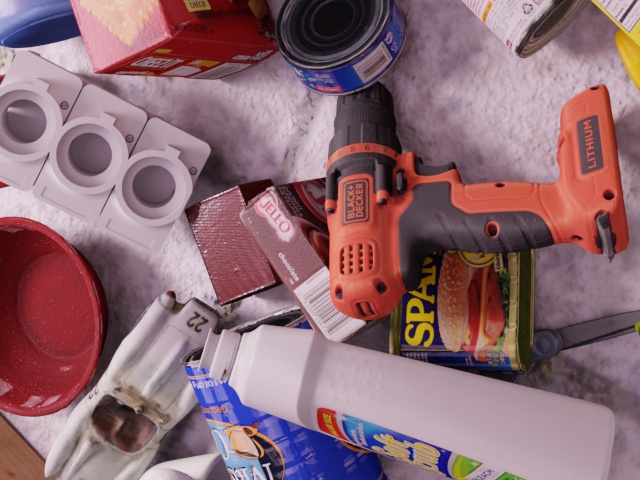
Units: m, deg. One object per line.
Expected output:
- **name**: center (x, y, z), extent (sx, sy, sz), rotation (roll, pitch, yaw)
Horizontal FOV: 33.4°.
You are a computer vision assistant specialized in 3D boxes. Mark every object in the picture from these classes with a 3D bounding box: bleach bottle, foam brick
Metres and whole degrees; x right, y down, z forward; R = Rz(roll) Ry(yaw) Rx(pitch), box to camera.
- **bleach bottle**: center (0.047, 0.105, 0.668), extent (0.250, 0.103, 0.068), rotation (17, 68, -3)
- **foam brick**: center (-0.055, 0.001, 0.781), extent (0.051, 0.052, 0.078), rotation (-22, 87, 25)

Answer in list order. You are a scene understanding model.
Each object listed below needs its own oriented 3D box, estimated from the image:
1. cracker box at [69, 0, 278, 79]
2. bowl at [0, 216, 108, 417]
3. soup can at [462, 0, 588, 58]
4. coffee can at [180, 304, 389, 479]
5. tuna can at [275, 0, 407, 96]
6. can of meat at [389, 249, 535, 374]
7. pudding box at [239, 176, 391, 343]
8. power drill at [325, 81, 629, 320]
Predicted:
- **cracker box**: center (-0.115, -0.220, 0.719), extent (0.072, 0.164, 0.214), rotation (-18, 89, 24)
- **bowl**: center (-0.228, 0.058, 0.867), extent (0.162, 0.055, 0.162), rotation (3, 98, 25)
- **soup can**: center (0.115, -0.173, 0.672), extent (0.102, 0.068, 0.069), rotation (48, 113, 12)
- **coffee can**: center (-0.024, 0.127, 0.746), extent (0.103, 0.102, 0.140), rotation (-20, 95, 26)
- **tuna can**: center (0.013, -0.143, 0.721), extent (0.086, 0.033, 0.086), rotation (-10, 62, 20)
- **can of meat**: center (0.095, 0.039, 0.704), extent (0.084, 0.057, 0.102), rotation (-2, 77, 22)
- **pudding box**: center (0.005, 0.012, 0.734), extent (0.039, 0.089, 0.113), rotation (-36, 82, 26)
- **power drill**: center (0.093, -0.043, 0.679), extent (0.188, 0.057, 0.184), rotation (-10, 56, 17)
